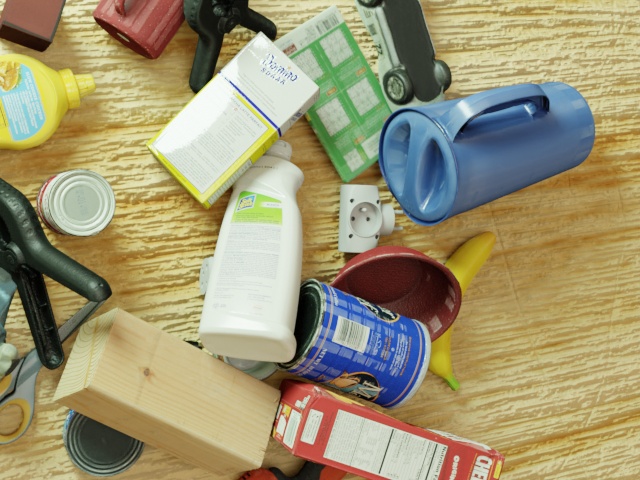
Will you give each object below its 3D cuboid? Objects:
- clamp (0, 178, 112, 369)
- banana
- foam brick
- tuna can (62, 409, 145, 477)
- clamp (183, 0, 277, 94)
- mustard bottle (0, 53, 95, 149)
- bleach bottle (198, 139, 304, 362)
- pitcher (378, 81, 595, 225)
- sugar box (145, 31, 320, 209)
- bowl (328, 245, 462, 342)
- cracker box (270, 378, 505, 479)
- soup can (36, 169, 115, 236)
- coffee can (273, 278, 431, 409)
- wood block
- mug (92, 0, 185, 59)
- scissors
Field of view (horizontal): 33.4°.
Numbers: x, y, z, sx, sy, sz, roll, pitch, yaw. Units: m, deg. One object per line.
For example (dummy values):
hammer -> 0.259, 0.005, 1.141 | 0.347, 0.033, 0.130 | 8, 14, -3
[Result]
clamp -> -0.286, 0.013, 1.058 | 0.036, 0.165, 0.210 | -27, 83, -43
banana -> 0.158, 0.077, 1.279 | 0.069, 0.037, 0.198 | 18, 86, -38
foam brick -> -0.293, -0.227, 1.079 | 0.053, 0.078, 0.051 | 19, 84, -22
tuna can -> -0.230, 0.206, 1.136 | 0.086, 0.034, 0.086 | -1, 92, -21
clamp -> -0.109, -0.227, 1.121 | 0.039, 0.171, 0.120 | 35, 79, 25
mustard bottle -> -0.322, -0.137, 1.080 | 0.191, 0.058, 0.096 | -18, 96, -19
bleach bottle -> -0.057, 0.001, 1.137 | 0.102, 0.068, 0.250 | 5, 59, 9
pitcher -> 0.201, -0.114, 1.216 | 0.242, 0.149, 0.145 | -18, 109, -31
sugar box -> -0.093, -0.128, 1.144 | 0.176, 0.048, 0.093 | -44, 83, -6
bowl -> 0.076, 0.059, 1.211 | 0.162, 0.055, 0.162 | -4, 131, -5
cracker box -> 0.062, 0.212, 1.116 | 0.213, 0.164, 0.072 | 20, 83, -11
soup can -> -0.249, -0.038, 1.086 | 0.068, 0.102, 0.068 | -1, 92, -21
coffee can -> 0.033, 0.112, 1.145 | 0.140, 0.103, 0.103 | 23, 83, -25
wood block -> -0.155, 0.161, 1.107 | 0.205, 0.090, 0.090 | 31, 57, -25
mug -> -0.184, -0.245, 1.102 | 0.093, 0.117, 0.081 | 32, 85, 7
scissors -> -0.290, 0.139, 1.122 | 0.201, 0.016, 0.096 | -29, 103, -18
